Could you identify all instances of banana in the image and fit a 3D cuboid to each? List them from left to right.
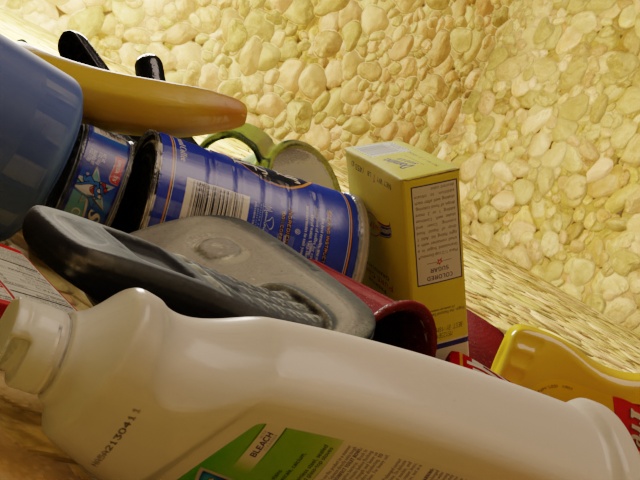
[{"bbox_3d":[-0.144,-0.099,0.684,0.198,0.037,0.069,21,41,23],"label":"banana"}]

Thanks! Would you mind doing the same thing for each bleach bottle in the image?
[{"bbox_3d":[0.000,0.073,0.411,0.250,0.103,0.068,24,28,-24],"label":"bleach bottle"}]

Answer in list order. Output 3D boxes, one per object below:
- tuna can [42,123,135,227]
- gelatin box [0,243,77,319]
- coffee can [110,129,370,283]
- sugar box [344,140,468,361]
[{"bbox_3d":[-0.147,-0.028,0.657,0.033,0.086,0.086,24,8,-21],"label":"tuna can"},{"bbox_3d":[-0.155,0.024,0.479,0.073,0.030,0.089,23,9,-44],"label":"gelatin box"},{"bbox_3d":[-0.054,0.001,0.663,0.140,0.103,0.103,17,10,-22],"label":"coffee can"},{"bbox_3d":[0.057,0.029,0.697,0.048,0.176,0.093,-10,20,-18],"label":"sugar box"}]
